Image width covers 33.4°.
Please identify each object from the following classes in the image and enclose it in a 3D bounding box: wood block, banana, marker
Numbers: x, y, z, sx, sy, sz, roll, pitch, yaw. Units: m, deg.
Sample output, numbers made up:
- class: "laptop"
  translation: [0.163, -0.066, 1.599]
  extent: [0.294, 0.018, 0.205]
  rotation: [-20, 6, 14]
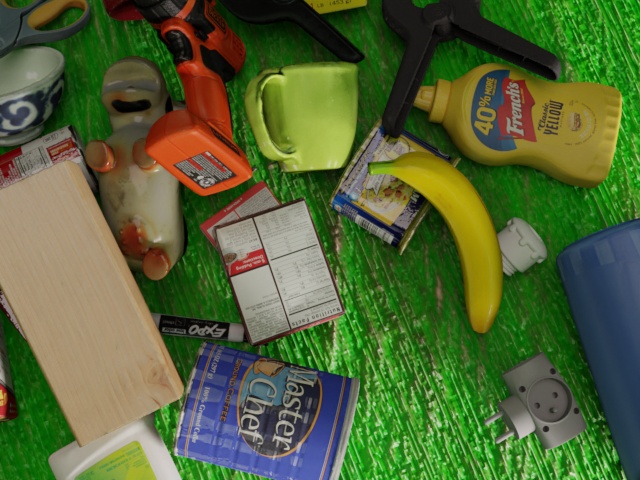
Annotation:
- class: "wood block"
  translation: [-0.195, 0.048, 0.864]
  extent: [0.090, 0.090, 0.206]
  rotation: [-26, 94, -5]
- class: "banana"
  translation: [0.119, -0.009, 0.946]
  extent: [0.070, 0.037, 0.197]
  rotation: [-31, 108, 12]
- class: "marker"
  translation: [-0.102, 0.081, 0.976]
  extent: [0.121, 0.020, 0.020]
  rotation: [6, 80, 0]

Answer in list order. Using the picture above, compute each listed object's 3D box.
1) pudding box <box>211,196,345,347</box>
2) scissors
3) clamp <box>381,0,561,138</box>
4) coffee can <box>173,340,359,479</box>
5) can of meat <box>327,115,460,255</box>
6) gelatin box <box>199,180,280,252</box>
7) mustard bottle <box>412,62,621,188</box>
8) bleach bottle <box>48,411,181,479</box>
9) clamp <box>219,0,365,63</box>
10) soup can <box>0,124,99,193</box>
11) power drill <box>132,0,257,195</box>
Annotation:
- class: "pudding box"
  translation: [-0.038, 0.028, 0.947]
  extent: [0.090, 0.039, 0.113]
  rotation: [-18, 88, -6]
- class: "scissors"
  translation: [-0.303, -0.190, 0.976]
  extent: [0.096, 0.016, 0.201]
  rotation: [41, 52, 19]
- class: "clamp"
  translation: [0.122, -0.201, 0.988]
  extent: [0.164, 0.036, 0.210]
  rotation: [-13, 61, 8]
- class: "coffee can"
  translation: [-0.046, 0.152, 0.923]
  extent: [0.140, 0.103, 0.103]
  rotation: [14, 80, 1]
- class: "can of meat"
  translation: [0.067, -0.052, 0.985]
  extent: [0.084, 0.057, 0.102]
  rotation: [32, 81, 5]
- class: "gelatin box"
  translation: [-0.056, 0.001, 0.985]
  extent: [0.073, 0.030, 0.089]
  rotation: [-37, 86, -7]
- class: "mustard bottle"
  translation: [0.178, -0.115, 0.997]
  extent: [0.191, 0.058, 0.096]
  rotation: [13, 80, 1]
- class: "bleach bottle"
  translation: [-0.135, 0.274, 0.921]
  extent: [0.102, 0.068, 0.251]
  rotation: [-29, 85, -6]
- class: "clamp"
  translation: [-0.028, -0.223, 0.974]
  extent: [0.171, 0.039, 0.120]
  rotation: [2, 104, 4]
- class: "soup can"
  translation: [-0.258, -0.055, 0.970]
  extent: [0.102, 0.068, 0.068]
  rotation: [-25, 82, -6]
- class: "power drill"
  translation: [-0.117, -0.147, 0.916]
  extent: [0.057, 0.184, 0.187]
  rotation: [-20, 59, 22]
